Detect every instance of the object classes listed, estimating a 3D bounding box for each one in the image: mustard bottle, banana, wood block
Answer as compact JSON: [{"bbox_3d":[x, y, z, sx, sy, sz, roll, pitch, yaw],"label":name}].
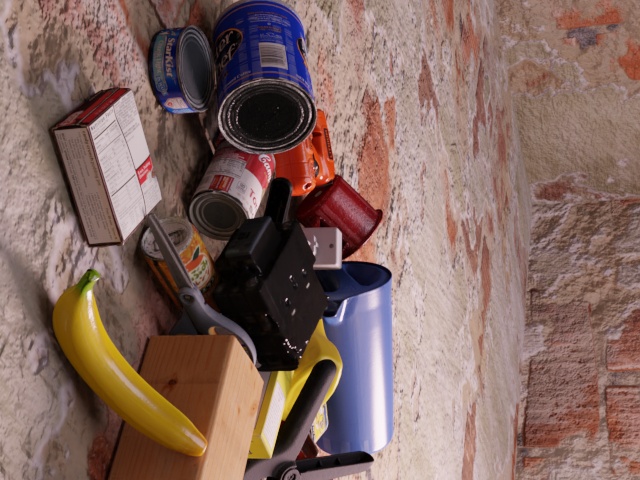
[{"bbox_3d":[-0.035,0.114,1.216,0.058,0.096,0.192,26,21,-27],"label":"mustard bottle"},{"bbox_3d":[-0.164,0.107,0.869,0.037,0.070,0.197,-53,127,-37],"label":"banana"},{"bbox_3d":[-0.124,0.195,0.961,0.090,0.091,0.206,65,29,-48],"label":"wood block"}]

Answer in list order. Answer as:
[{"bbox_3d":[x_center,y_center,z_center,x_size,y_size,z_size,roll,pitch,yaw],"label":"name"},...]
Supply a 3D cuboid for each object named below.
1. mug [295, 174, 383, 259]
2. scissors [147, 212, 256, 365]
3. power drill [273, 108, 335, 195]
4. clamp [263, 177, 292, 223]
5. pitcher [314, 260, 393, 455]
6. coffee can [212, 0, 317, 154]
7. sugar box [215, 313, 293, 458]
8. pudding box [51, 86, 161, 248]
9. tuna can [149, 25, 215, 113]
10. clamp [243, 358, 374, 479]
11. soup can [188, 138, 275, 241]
[{"bbox_3d":[0.019,-0.026,1.398,0.081,0.093,0.117,44,38,-16],"label":"mug"},{"bbox_3d":[-0.134,0.060,0.999,0.201,0.096,0.016,53,32,-29],"label":"scissors"},{"bbox_3d":[-0.030,-0.139,1.300,0.187,0.057,0.184,16,67,-79],"label":"power drill"},{"bbox_3d":[-0.058,0.001,1.210,0.120,0.039,0.171,-55,166,-10],"label":"clamp"},{"bbox_3d":[0.038,0.152,1.409,0.149,0.145,0.243,-16,112,-31],"label":"pitcher"},{"bbox_3d":[-0.061,-0.176,1.130,0.102,0.103,0.140,66,11,-47],"label":"coffee can"},{"bbox_3d":[-0.078,0.141,1.104,0.176,0.093,0.048,-72,153,-46],"label":"sugar box"},{"bbox_3d":[-0.180,-0.063,0.912,0.090,0.039,0.113,-60,141,-58],"label":"pudding box"},{"bbox_3d":[-0.137,-0.169,1.062,0.086,0.034,0.086,-2,90,-72],"label":"tuna can"},{"bbox_3d":[-0.033,0.244,1.123,0.209,0.036,0.164,-42,129,-16],"label":"clamp"},{"bbox_3d":[-0.093,-0.056,1.126,0.102,0.069,0.068,-71,152,-47],"label":"soup can"}]
